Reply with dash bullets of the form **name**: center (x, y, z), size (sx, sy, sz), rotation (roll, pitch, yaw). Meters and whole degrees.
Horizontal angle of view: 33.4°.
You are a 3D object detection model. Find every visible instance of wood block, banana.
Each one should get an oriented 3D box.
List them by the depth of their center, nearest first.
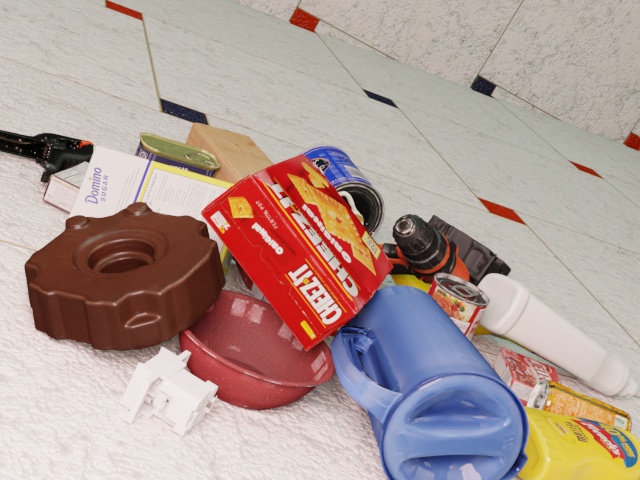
- **banana**: center (0.164, 0.075, 1.362), size (0.197, 0.069, 0.037), rotation (22, -17, -5)
- **wood block**: center (-0.108, -0.065, 1.369), size (0.090, 0.091, 0.206), rotation (12, 22, -32)

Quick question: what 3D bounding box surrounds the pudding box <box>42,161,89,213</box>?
- **pudding box**: center (-0.248, -0.046, 1.228), size (0.113, 0.039, 0.090), rotation (24, 19, 6)

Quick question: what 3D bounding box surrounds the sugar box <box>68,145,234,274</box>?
- **sugar box**: center (-0.172, -0.033, 1.153), size (0.176, 0.093, 0.048), rotation (16, -15, 8)

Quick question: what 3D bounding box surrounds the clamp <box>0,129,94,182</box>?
- **clamp**: center (-0.338, -0.110, 1.293), size (0.120, 0.039, 0.171), rotation (31, 13, 7)

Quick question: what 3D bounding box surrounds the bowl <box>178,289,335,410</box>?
- **bowl**: center (-0.069, 0.109, 0.990), size (0.162, 0.055, 0.162), rotation (22, 18, -8)

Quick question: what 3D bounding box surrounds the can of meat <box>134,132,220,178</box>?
- **can of meat**: center (-0.186, -0.075, 1.310), size (0.102, 0.084, 0.057), rotation (15, 20, -25)

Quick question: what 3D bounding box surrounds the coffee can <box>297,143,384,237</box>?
- **coffee can**: center (0.020, -0.064, 1.506), size (0.102, 0.103, 0.140), rotation (15, 20, -25)

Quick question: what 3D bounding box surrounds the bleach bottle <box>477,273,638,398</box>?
- **bleach bottle**: center (0.303, 0.131, 1.326), size (0.250, 0.068, 0.103), rotation (32, 1, -21)

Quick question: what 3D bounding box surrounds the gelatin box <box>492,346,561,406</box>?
- **gelatin box**: center (0.248, 0.167, 1.264), size (0.073, 0.030, 0.089), rotation (22, 18, -6)

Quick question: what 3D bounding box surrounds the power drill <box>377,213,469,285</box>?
- **power drill**: center (0.069, 0.011, 1.267), size (0.188, 0.057, 0.184), rotation (9, -20, 29)

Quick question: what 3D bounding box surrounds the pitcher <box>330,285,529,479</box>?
- **pitcher**: center (0.089, 0.129, 1.018), size (0.145, 0.149, 0.243), rotation (-18, 22, -3)

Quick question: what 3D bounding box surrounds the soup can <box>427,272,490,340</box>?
- **soup can**: center (0.139, 0.097, 1.207), size (0.068, 0.102, 0.068), rotation (21, 18, -8)

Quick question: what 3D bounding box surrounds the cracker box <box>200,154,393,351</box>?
- **cracker box**: center (-0.014, 0.002, 1.068), size (0.164, 0.072, 0.213), rotation (52, 16, 0)

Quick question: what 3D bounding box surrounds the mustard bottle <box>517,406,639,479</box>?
- **mustard bottle**: center (0.277, 0.221, 1.104), size (0.191, 0.058, 0.096), rotation (14, 22, -28)
